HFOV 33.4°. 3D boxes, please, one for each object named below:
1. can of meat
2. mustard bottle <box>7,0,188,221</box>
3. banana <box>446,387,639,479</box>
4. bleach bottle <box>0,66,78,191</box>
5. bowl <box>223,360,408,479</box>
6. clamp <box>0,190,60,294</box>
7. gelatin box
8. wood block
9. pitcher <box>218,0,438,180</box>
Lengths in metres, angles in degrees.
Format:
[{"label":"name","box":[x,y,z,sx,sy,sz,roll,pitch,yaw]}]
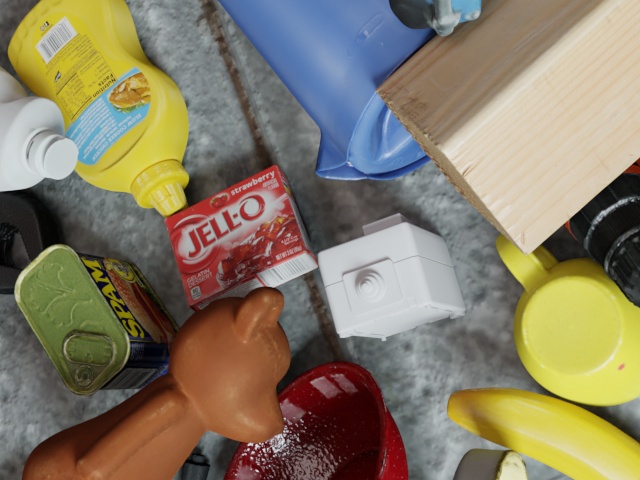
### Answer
[{"label":"can of meat","box":[-0.149,0.056,0.739,0.057,0.083,0.102,-42,70,13]},{"label":"mustard bottle","box":[-0.148,-0.094,0.771,0.096,0.058,0.192,-39,70,16]},{"label":"banana","box":[0.160,0.142,0.599,0.069,0.037,0.198,-44,87,-1]},{"label":"bleach bottle","box":[-0.265,-0.102,0.788,0.251,0.068,0.102,23,79,34]},{"label":"bowl","box":[0.002,0.157,0.653,0.162,0.055,0.162,-40,31,30]},{"label":"clamp","box":[-0.251,-0.022,0.819,0.172,0.039,0.120,27,97,24]},{"label":"gelatin box","box":[-0.055,0.001,0.719,0.089,0.030,0.073,-25,59,8]},{"label":"wood block","box":[0.144,-0.104,0.557,0.206,0.090,0.090,-41,35,4]},{"label":"pitcher","box":[0.011,-0.170,0.680,0.243,0.149,0.145,50,146,23]}]
